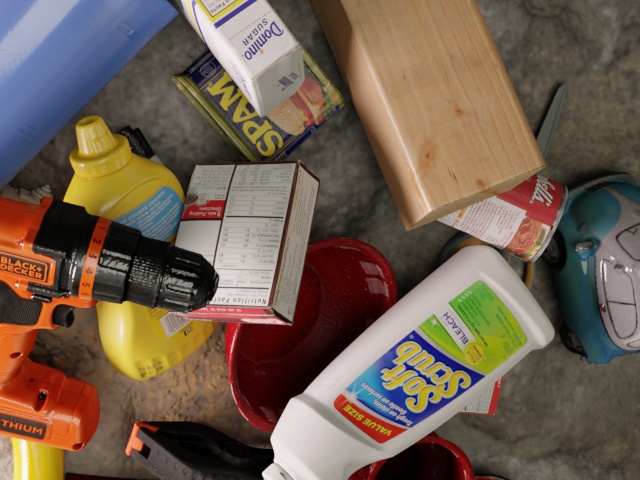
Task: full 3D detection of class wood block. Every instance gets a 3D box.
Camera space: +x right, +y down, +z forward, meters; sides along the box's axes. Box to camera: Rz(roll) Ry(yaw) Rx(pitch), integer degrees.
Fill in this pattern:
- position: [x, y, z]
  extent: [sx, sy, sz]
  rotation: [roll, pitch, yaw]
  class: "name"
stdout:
- position: [0.069, -0.123, 0.758]
  extent: [0.090, 0.091, 0.206]
  rotation: [-22, 85, -9]
  class: "wood block"

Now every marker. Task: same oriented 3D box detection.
- position: [-0.113, -0.035, 0.806]
  extent: [0.020, 0.020, 0.121]
  rotation: [-35, 109, -5]
  class: "marker"

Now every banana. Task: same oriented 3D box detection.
- position: [-0.230, 0.175, 0.815]
  extent: [0.069, 0.037, 0.198]
  rotation: [10, 100, -18]
  class: "banana"

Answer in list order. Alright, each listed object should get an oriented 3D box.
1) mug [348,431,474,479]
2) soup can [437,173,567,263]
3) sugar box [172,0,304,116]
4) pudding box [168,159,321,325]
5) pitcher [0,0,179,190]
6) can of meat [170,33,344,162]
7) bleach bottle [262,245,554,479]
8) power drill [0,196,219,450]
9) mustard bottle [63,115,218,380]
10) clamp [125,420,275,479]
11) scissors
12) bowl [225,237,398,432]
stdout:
- position: [0.056, 0.186, 0.870]
  extent: [0.117, 0.082, 0.093]
  rotation: [12, 99, -19]
  class: "mug"
- position: [0.131, -0.033, 0.834]
  extent: [0.102, 0.068, 0.068]
  rotation: [24, 96, -2]
  class: "soup can"
- position: [-0.077, -0.172, 0.708]
  extent: [0.048, 0.093, 0.176]
  rotation: [-39, 84, -4]
  class: "sugar box"
- position: [-0.055, 0.001, 0.743]
  extent: [0.039, 0.090, 0.113]
  rotation: [41, 55, -57]
  class: "pudding box"
- position: [-0.223, -0.115, 0.696]
  extent: [0.149, 0.145, 0.243]
  rotation: [42, 93, -21]
  class: "pitcher"
- position: [-0.044, -0.109, 0.787]
  extent: [0.084, 0.057, 0.102]
  rotation: [-42, 110, -4]
  class: "can of meat"
- position: [0.058, 0.115, 0.811]
  extent: [0.250, 0.068, 0.102]
  rotation: [-40, 100, -18]
  class: "bleach bottle"
- position: [-0.172, 0.057, 0.710]
  extent: [0.184, 0.057, 0.188]
  rotation: [16, 127, -5]
  class: "power drill"
- position: [-0.133, 0.000, 0.758]
  extent: [0.096, 0.058, 0.191]
  rotation: [-38, 129, -33]
  class: "mustard bottle"
- position: [-0.064, 0.177, 0.841]
  extent: [0.171, 0.120, 0.039]
  rotation: [24, 99, 2]
  class: "clamp"
- position: [0.147, -0.032, 0.879]
  extent: [0.096, 0.016, 0.202]
  rotation: [2, 102, -15]
  class: "scissors"
- position: [-0.017, 0.065, 0.819]
  extent: [0.161, 0.055, 0.162]
  rotation: [-19, 122, -33]
  class: "bowl"
